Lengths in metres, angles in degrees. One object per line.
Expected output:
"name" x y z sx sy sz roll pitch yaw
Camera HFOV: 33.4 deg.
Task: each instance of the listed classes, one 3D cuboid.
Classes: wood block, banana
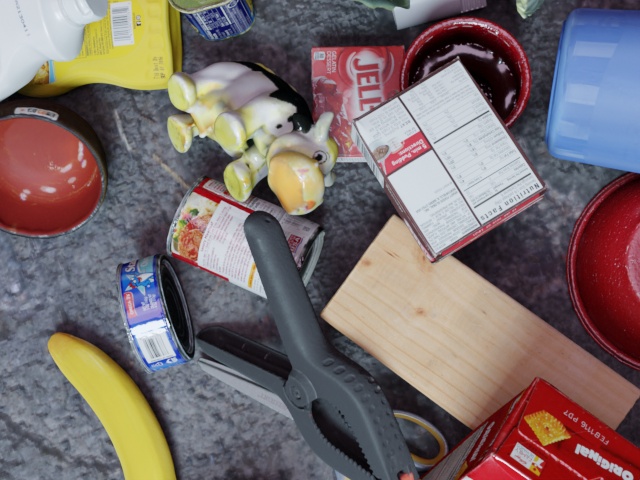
"wood block" 0.111 0.082 0.765 0.206 0.091 0.090 36 88 9
"banana" -0.152 0.156 0.814 0.069 0.037 0.198 -19 81 3

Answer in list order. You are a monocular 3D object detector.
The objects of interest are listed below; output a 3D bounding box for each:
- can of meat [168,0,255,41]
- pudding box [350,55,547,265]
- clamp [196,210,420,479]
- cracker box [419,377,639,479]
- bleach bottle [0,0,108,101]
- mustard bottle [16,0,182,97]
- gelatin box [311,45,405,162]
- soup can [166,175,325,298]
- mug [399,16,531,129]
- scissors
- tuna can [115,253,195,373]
"can of meat" -0.089 -0.214 0.827 0.057 0.084 0.102 -15 82 5
"pudding box" 0.085 -0.054 0.724 0.090 0.039 0.113 -31 81 -2
"clamp" -0.006 0.088 0.735 0.036 0.165 0.210 -29 62 -35
"cracker box" 0.147 0.192 0.680 0.164 0.214 0.072 35 57 4
"bleach bottle" -0.262 -0.136 0.795 0.251 0.068 0.102 -13 104 26
"mustard bottle" -0.209 -0.163 0.847 0.191 0.058 0.096 -3 93 6
"gelatin box" 0.030 -0.106 0.827 0.073 0.030 0.089 1 84 7
"soup can" -0.055 0.001 0.806 0.102 0.068 0.068 24 86 8
"mug" 0.112 -0.098 0.791 0.093 0.081 0.117 -28 81 3
"scissors" -0.005 0.155 0.807 0.202 0.016 0.096 10 85 8
"tuna can" -0.122 0.054 0.798 0.034 0.086 0.086 -16 82 3
